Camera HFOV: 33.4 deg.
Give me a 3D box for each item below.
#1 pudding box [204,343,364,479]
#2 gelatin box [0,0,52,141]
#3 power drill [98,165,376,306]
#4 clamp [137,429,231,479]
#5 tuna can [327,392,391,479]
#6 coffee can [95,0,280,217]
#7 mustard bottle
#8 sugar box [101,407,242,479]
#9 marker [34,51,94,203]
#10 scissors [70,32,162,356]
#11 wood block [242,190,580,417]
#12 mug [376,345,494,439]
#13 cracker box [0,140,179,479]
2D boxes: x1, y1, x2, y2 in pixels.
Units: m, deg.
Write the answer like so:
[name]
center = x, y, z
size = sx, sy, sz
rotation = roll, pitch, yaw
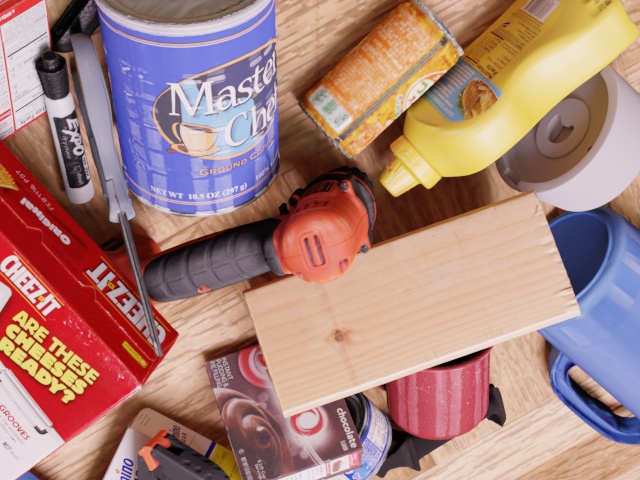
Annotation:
[pudding box]
center = -0.028, 0.129, 0.797
size = 0.090, 0.113, 0.039
rotation = -18, 148, -8
[gelatin box]
center = -0.194, -0.102, 0.630
size = 0.073, 0.030, 0.089
rotation = -45, 154, -38
[power drill]
center = -0.055, 0.001, 0.708
size = 0.188, 0.184, 0.057
rotation = -17, 99, 12
[clamp]
center = -0.089, 0.224, 0.783
size = 0.120, 0.039, 0.171
rotation = -35, 90, 20
[tuna can]
center = 0.012, 0.158, 0.842
size = 0.086, 0.086, 0.033
rotation = -40, 121, 6
[coffee can]
center = -0.076, -0.099, 0.640
size = 0.102, 0.103, 0.140
rotation = -12, 137, -12
[mustard bottle]
center = 0.116, -0.100, 0.726
size = 0.192, 0.096, 0.058
rotation = -42, 123, 7
[sugar box]
center = -0.082, 0.209, 0.823
size = 0.176, 0.048, 0.093
rotation = 29, 110, 2
[marker]
center = -0.161, -0.070, 0.674
size = 0.020, 0.020, 0.121
rotation = -12, 142, -12
[scissors]
center = -0.121, -0.039, 0.621
size = 0.016, 0.202, 0.096
rotation = -14, 145, -14
[wood block]
center = 0.060, 0.045, 0.740
size = 0.206, 0.090, 0.091
rotation = -19, 84, -1
[mug]
center = 0.080, 0.100, 0.838
size = 0.117, 0.093, 0.081
rotation = 5, 126, 14
[cracker box]
center = -0.217, 0.065, 0.652
size = 0.214, 0.072, 0.164
rotation = -37, 100, 27
